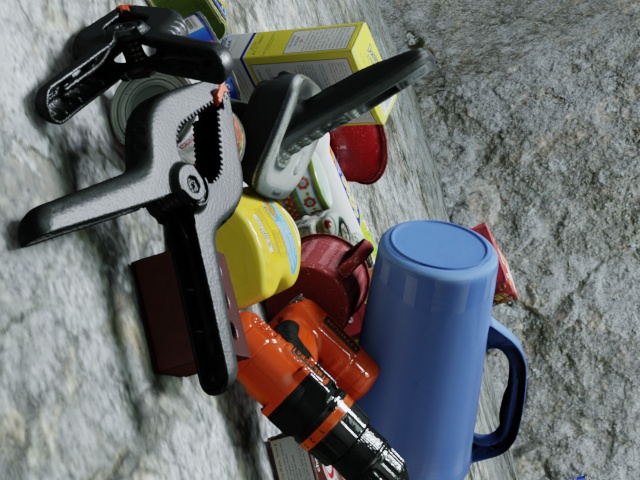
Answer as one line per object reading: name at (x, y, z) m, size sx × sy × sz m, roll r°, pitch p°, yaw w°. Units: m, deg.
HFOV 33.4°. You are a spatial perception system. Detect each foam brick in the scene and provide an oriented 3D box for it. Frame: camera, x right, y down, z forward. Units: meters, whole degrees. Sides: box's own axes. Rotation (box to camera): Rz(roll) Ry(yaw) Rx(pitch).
foam brick at (-0.086, 0.047, 0.713) m, size 0.053 × 0.051 × 0.078 m, roll 34°, pitch 39°, yaw -72°

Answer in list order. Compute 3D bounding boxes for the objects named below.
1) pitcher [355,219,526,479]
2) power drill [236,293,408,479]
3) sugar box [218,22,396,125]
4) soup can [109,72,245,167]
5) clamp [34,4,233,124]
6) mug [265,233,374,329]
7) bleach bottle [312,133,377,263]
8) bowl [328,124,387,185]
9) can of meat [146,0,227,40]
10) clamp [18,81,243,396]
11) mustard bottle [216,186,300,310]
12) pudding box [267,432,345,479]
pitcher at (0.104, 0.109, 0.998) m, size 0.145 × 0.148 × 0.243 m, roll 32°, pitch -52°, yaw 38°
power drill at (0.003, 0.119, 0.866) m, size 0.184 × 0.057 × 0.187 m, roll 45°, pitch 8°, yaw 1°
sugar box at (-0.027, -0.149, 0.987) m, size 0.048 × 0.176 × 0.093 m, roll -65°, pitch 144°, yaw -33°
soup can at (-0.104, -0.084, 0.792) m, size 0.102 × 0.068 × 0.068 m, roll 32°, pitch 41°, yaw -71°
clamp at (-0.114, -0.125, 0.700) m, size 0.171 × 0.120 × 0.039 m, roll -95°, pitch 179°, yaw -60°
mug at (0.004, 0.041, 1.002) m, size 0.093 × 0.117 × 0.081 m, roll 50°, pitch 19°, yaw -5°
bleach bottle at (0.005, -0.061, 1.293) m, size 0.102 × 0.068 × 0.251 m, roll -48°, pitch 116°, yaw -79°
bowl at (0.016, -0.138, 1.369) m, size 0.162 × 0.055 × 0.162 m, roll 42°, pitch -35°, yaw 38°
can of meat at (-0.124, -0.237, 0.970) m, size 0.102 × 0.057 × 0.084 m, roll 55°, pitch 22°, yaw -53°
clamp at (-0.097, -0.030, 0.653) m, size 0.164 × 0.036 × 0.210 m, roll 40°, pitch 43°, yaw -38°
mustard bottle at (-0.056, 0.001, 0.905) m, size 0.096 × 0.058 × 0.191 m, roll 64°, pitch 11°, yaw 2°
pudding box at (-0.002, 0.209, 0.885) m, size 0.090 × 0.039 × 0.113 m, roll 16°, pitch 55°, yaw -75°
